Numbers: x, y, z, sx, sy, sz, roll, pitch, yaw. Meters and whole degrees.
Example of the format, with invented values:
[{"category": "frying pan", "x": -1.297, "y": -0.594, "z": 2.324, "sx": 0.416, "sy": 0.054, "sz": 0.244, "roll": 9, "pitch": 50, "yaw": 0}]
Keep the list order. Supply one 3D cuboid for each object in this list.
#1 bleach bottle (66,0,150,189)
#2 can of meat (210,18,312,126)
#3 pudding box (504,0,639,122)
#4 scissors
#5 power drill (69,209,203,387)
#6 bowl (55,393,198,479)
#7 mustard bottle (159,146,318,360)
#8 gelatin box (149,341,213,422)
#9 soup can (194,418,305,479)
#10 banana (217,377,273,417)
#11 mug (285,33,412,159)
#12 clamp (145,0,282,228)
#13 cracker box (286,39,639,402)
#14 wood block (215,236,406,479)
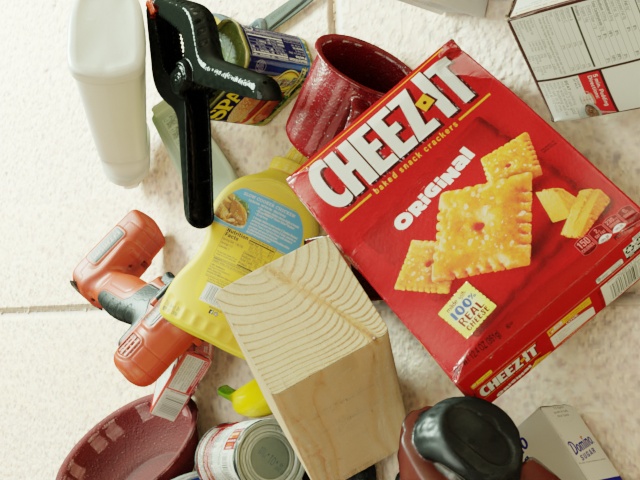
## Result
[{"category": "bleach bottle", "x": -0.195, "y": -0.121, "z": 1.029, "sx": 0.251, "sy": 0.068, "sz": 0.102, "roll": 98, "pitch": 168, "yaw": -60}, {"category": "can of meat", "x": -0.068, "y": -0.147, "z": 0.958, "sx": 0.102, "sy": 0.083, "sz": 0.057, "roll": -38, "pitch": 63, "yaw": 39}, {"category": "pudding box", "x": 0.186, "y": -0.127, "z": 0.676, "sx": 0.114, "sy": 0.039, "sz": 0.090, "roll": -9, "pitch": 127, "yaw": 34}, {"category": "scissors", "x": -0.067, "y": -0.209, "z": 1.007, "sx": 0.202, "sy": 0.016, "sz": 0.096, "roll": -43, "pitch": 59, "yaw": 37}, {"category": "power drill", "x": -0.151, "y": 0.034, "z": 1.026, "sx": 0.184, "sy": 0.057, "sz": 0.188, "roll": -46, "pitch": 36, "yaw": -9}, {"category": "bowl", "x": -0.178, "y": 0.222, "z": 1.046, "sx": 0.162, "sy": 0.162, "sz": 0.055, "roll": 1, "pitch": 129, "yaw": 46}, {"category": "mustard bottle", "x": -0.056, "y": 0.001, "z": 0.929, "sx": 0.096, "sy": 0.058, "sz": 0.191, "roll": 25, "pitch": 80, "yaw": 9}, {"category": "gelatin box", "x": -0.131, "y": 0.119, "z": 1.032, "sx": 0.089, "sy": 0.030, "sz": 0.073, "roll": -58, "pitch": 17, "yaw": 27}, {"category": "soup can", "x": -0.062, "y": 0.191, "z": 0.933, "sx": 0.102, "sy": 0.068, "sz": 0.068, "roll": 155, "pitch": 110, "yaw": -63}, {"category": "banana", "x": -0.021, "y": 0.092, "z": 0.917, "sx": 0.198, "sy": 0.037, "sz": 0.070, "roll": -48, "pitch": 59, "yaw": 21}, {"category": "mug", "x": 0.023, "y": -0.101, "z": 0.850, "sx": 0.117, "sy": 0.093, "sz": 0.082, "roll": -89, "pitch": 22, "yaw": -56}, {"category": "clamp", "x": -0.099, "y": -0.138, "z": 0.896, "sx": 0.165, "sy": 0.036, "sz": 0.210, "roll": -48, "pitch": 54, "yaw": 44}, {"category": "cracker box", "x": 0.100, "y": -0.017, "z": 0.738, "sx": 0.164, "sy": 0.072, "sz": 0.214, "roll": -40, "pitch": 56, "yaw": 1}, {"category": "wood block", "x": 0.002, "y": 0.099, "z": 0.790, "sx": 0.091, "sy": 0.090, "sz": 0.206, "roll": 58, "pitch": 171, "yaw": 31}]
